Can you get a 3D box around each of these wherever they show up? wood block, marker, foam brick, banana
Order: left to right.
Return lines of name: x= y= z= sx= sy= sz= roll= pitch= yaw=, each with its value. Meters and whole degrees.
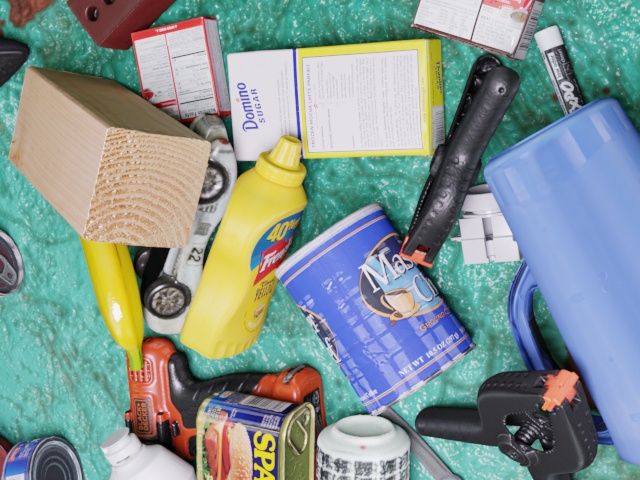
wood block: x=-0.181 y=-0.073 z=0.888 sx=0.206 sy=0.090 sz=0.091 roll=34 pitch=114 yaw=53
banana: x=-0.193 y=0.017 z=0.948 sx=0.070 sy=0.037 sz=0.198 roll=-53 pitch=51 yaw=56
foam brick: x=-0.173 y=-0.213 z=0.938 sx=0.078 sy=0.051 sz=0.053 roll=-40 pitch=82 yaw=23
marker: x=0.194 y=-0.105 z=0.819 sx=0.020 sy=0.020 sz=0.121 roll=-20 pitch=90 yaw=24

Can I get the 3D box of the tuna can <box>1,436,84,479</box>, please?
tuna can: x=-0.266 y=0.232 z=1.028 sx=0.034 sy=0.086 sz=0.086 roll=-15 pitch=92 yaw=22

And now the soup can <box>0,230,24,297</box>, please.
soup can: x=-0.351 y=0.035 z=1.043 sx=0.102 sy=0.068 sz=0.068 roll=-19 pitch=90 yaw=24

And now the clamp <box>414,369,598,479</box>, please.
clamp: x=0.146 y=0.145 z=0.810 sx=0.165 sy=0.036 sz=0.210 roll=30 pitch=152 yaw=20

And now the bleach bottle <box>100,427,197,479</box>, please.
bleach bottle: x=-0.118 y=0.273 z=0.941 sx=0.103 sy=0.068 sz=0.251 roll=-25 pitch=107 yaw=25

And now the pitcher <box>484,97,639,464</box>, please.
pitcher: x=0.211 y=0.030 z=0.766 sx=0.149 sy=0.145 sz=0.243 roll=-29 pitch=89 yaw=-6

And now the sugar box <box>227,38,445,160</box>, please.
sugar box: x=0.012 y=-0.115 z=0.880 sx=0.176 sy=0.048 sz=0.093 roll=2 pitch=101 yaw=26

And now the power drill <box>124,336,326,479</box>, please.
power drill: x=-0.088 y=0.179 z=0.961 sx=0.188 sy=0.057 sz=0.184 roll=-1 pitch=101 yaw=22

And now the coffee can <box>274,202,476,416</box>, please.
coffee can: x=0.044 y=0.055 z=0.861 sx=0.103 sy=0.102 sz=0.140 roll=-37 pitch=84 yaw=23

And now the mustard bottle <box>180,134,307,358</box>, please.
mustard bottle: x=-0.055 y=0.001 z=0.889 sx=0.058 sy=0.096 sz=0.192 roll=29 pitch=113 yaw=18

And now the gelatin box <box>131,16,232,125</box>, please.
gelatin box: x=-0.121 y=-0.146 z=0.939 sx=0.073 sy=0.030 sz=0.089 roll=-8 pitch=95 yaw=22

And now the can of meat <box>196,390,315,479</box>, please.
can of meat: x=-0.054 y=0.179 z=0.884 sx=0.084 sy=0.057 sz=0.102 roll=7 pitch=104 yaw=24

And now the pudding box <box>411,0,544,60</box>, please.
pudding box: x=0.130 y=-0.205 z=0.821 sx=0.090 sy=0.039 sz=0.113 roll=22 pitch=104 yaw=19

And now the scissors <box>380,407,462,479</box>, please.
scissors: x=0.110 y=0.229 z=0.908 sx=0.202 sy=0.016 sz=0.096 roll=34 pitch=114 yaw=21

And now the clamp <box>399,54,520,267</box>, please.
clamp: x=0.105 y=-0.065 z=0.816 sx=0.039 sy=0.120 sz=0.172 roll=26 pitch=113 yaw=2
